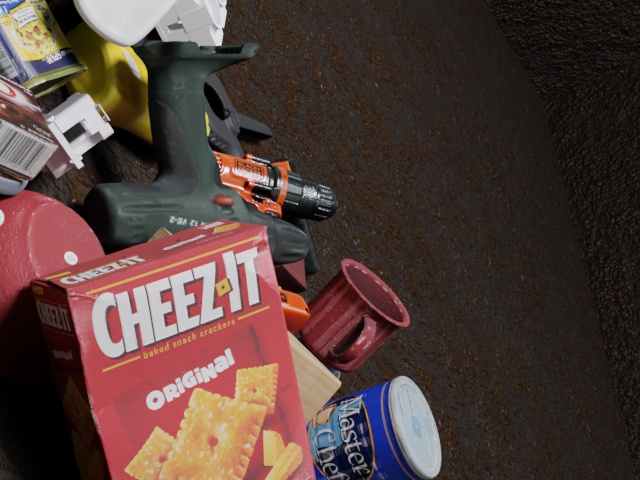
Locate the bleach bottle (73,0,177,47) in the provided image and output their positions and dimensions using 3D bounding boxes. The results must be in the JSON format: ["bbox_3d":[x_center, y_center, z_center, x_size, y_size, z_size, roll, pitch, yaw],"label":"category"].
[{"bbox_3d":[-0.178,-0.229,0.970,0.068,0.102,0.251,43,-2,-19],"label":"bleach bottle"}]

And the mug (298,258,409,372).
[{"bbox_3d":[0.030,0.084,1.069,0.093,0.082,0.117,38,17,-20],"label":"mug"}]

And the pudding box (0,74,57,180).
[{"bbox_3d":[-0.250,-0.097,0.752,0.113,0.039,0.090,30,17,-41],"label":"pudding box"}]

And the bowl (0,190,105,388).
[{"bbox_3d":[-0.205,0.024,0.790,0.162,0.055,0.162,50,27,-38],"label":"bowl"}]

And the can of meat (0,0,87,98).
[{"bbox_3d":[-0.247,-0.158,0.861,0.084,0.058,0.102,62,22,-9],"label":"can of meat"}]

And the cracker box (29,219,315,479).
[{"bbox_3d":[-0.099,0.109,0.771,0.163,0.072,0.214,-19,106,-34],"label":"cracker box"}]

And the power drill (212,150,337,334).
[{"bbox_3d":[-0.057,0.001,1.077,0.184,0.057,0.187,13,52,-27],"label":"power drill"}]

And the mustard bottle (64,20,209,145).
[{"bbox_3d":[-0.165,-0.134,1.026,0.191,0.058,0.096,26,32,-59],"label":"mustard bottle"}]

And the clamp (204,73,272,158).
[{"bbox_3d":[-0.107,-0.130,1.189,0.210,0.036,0.164,57,22,-36],"label":"clamp"}]

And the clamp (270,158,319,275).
[{"bbox_3d":[-0.031,-0.033,1.232,0.171,0.039,0.120,55,19,-69],"label":"clamp"}]

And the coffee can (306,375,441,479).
[{"bbox_3d":[0.035,0.205,1.063,0.102,0.140,0.103,49,28,-39],"label":"coffee can"}]
